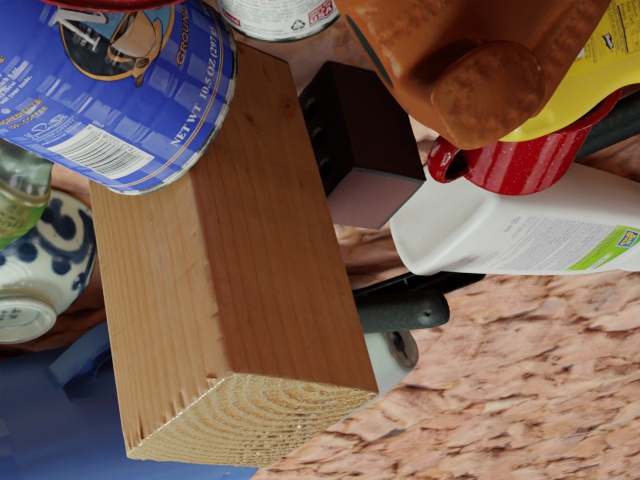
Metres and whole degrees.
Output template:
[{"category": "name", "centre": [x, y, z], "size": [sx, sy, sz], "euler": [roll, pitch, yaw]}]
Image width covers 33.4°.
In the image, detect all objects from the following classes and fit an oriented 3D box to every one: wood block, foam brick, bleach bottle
[{"category": "wood block", "centre": [-0.054, 0.000, 0.545], "size": [0.090, 0.206, 0.091], "euler": [14, 139, -40]}, {"category": "foam brick", "centre": [0.019, -0.054, 0.615], "size": [0.051, 0.078, 0.053], "euler": [9, 142, -31]}, {"category": "bleach bottle", "centre": [0.175, -0.010, 0.773], "size": [0.250, 0.068, 0.103], "euler": [8, 143, -37]}]

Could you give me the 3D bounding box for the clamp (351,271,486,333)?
[{"category": "clamp", "centre": [0.023, 0.053, 0.803], "size": [0.210, 0.036, 0.164], "euler": [-15, -177, 27]}]

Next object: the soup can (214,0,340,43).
[{"category": "soup can", "centre": [-0.021, -0.143, 0.459], "size": [0.068, 0.068, 0.102], "euler": [-13, 150, -3]}]

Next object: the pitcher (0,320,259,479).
[{"category": "pitcher", "centre": [-0.156, 0.121, 0.729], "size": [0.145, 0.149, 0.242], "euler": [-9, 178, 43]}]

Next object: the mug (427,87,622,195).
[{"category": "mug", "centre": [0.106, -0.071, 0.602], "size": [0.117, 0.093, 0.081], "euler": [-39, 162, -20]}]

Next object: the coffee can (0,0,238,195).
[{"category": "coffee can", "centre": [-0.119, -0.091, 0.469], "size": [0.103, 0.103, 0.140], "euler": [-30, 146, 25]}]
